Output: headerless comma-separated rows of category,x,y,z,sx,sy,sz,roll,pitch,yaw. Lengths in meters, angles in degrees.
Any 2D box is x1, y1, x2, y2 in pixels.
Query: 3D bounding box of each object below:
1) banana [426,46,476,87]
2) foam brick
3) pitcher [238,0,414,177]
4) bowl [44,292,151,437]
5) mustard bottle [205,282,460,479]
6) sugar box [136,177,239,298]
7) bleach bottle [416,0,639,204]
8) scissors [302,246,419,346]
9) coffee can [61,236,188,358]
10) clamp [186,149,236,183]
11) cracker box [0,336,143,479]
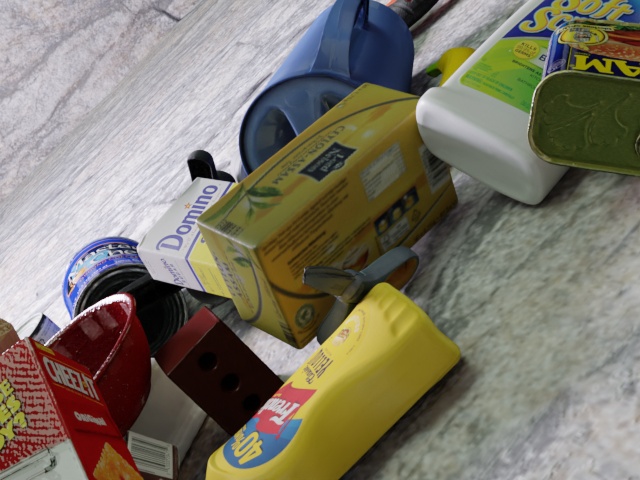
banana,0.106,-0.112,0.880,0.070,0.037,0.197,-52,10,37
foam brick,-0.067,0.092,0.740,0.053,0.078,0.051,-46,18,-6
pitcher,0.021,-0.138,0.948,0.149,0.145,0.242,-32,20,27
bowl,-0.170,0.114,0.748,0.162,0.055,0.162,-38,21,17
mustard bottle,-0.008,0.111,0.614,0.191,0.058,0.096,-46,15,-2
sugar box,-0.056,0.001,0.850,0.176,0.048,0.093,12,50,36
bleach bottle,0.178,-0.143,0.712,0.103,0.068,0.250,32,71,27
scissors,0.008,0.041,0.648,0.096,0.016,0.201,-54,-16,20
coffee can,-0.189,0.058,1.012,0.103,0.102,0.140,-46,20,-5
clamp,-0.110,-0.039,1.055,0.171,0.039,0.120,-61,-12,-74
cracker box,-0.161,0.186,0.561,0.164,0.072,0.214,-36,59,5
